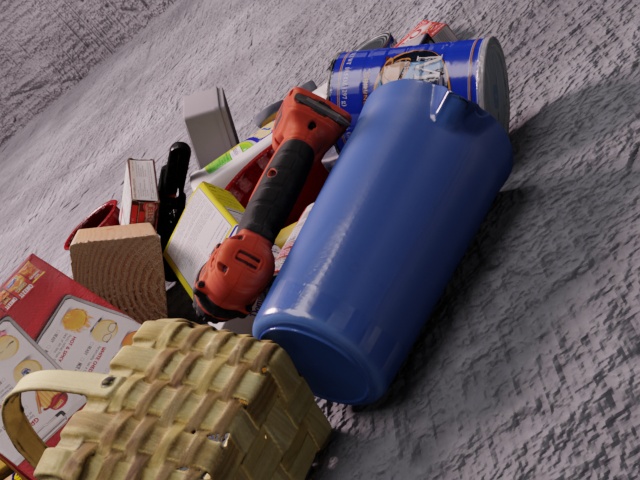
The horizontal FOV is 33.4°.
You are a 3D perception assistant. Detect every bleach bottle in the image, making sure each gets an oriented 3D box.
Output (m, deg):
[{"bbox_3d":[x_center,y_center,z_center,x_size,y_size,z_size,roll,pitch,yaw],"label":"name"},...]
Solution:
[{"bbox_3d":[-0.039,-0.122,1.279,0.251,0.068,0.102,-38,16,2],"label":"bleach bottle"}]

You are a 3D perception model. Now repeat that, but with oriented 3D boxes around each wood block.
[{"bbox_3d":[-0.217,0.034,1.152,0.090,0.090,0.206,-6,6,-10],"label":"wood block"}]

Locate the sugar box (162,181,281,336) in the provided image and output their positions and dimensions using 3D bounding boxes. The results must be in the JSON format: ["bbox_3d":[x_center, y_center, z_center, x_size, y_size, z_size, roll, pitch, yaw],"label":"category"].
[{"bbox_3d":[-0.093,0.019,1.041,0.093,0.048,0.176,-62,36,13],"label":"sugar box"}]

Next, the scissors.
[{"bbox_3d":[-0.075,-0.145,1.361,0.096,0.016,0.202,-32,-2,-42],"label":"scissors"}]

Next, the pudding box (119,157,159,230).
[{"bbox_3d":[-0.222,-0.037,1.310,0.113,0.039,0.090,-113,31,-55],"label":"pudding box"}]

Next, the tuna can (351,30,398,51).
[{"bbox_3d":[0.062,-0.221,1.331,0.086,0.033,0.086,-35,22,17],"label":"tuna can"}]

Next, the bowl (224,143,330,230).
[{"bbox_3d":[-0.041,-0.054,1.160,0.162,0.055,0.162,-35,23,17],"label":"bowl"}]

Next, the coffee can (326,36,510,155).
[{"bbox_3d":[0.088,-0.122,0.943,0.140,0.103,0.102,-2,38,22],"label":"coffee can"}]

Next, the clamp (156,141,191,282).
[{"bbox_3d":[-0.185,-0.055,1.323,0.210,0.036,0.164,-126,42,-71],"label":"clamp"}]

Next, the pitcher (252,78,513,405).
[{"bbox_3d":[0.045,0.007,0.830,0.145,0.149,0.242,1,48,39],"label":"pitcher"}]

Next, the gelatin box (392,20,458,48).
[{"bbox_3d":[0.109,-0.218,1.251,0.089,0.030,0.073,-42,21,-2],"label":"gelatin box"}]

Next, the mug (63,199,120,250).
[{"bbox_3d":[-0.280,0.015,1.397,0.093,0.081,0.117,-21,29,42],"label":"mug"}]

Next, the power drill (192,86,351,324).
[{"bbox_3d":[-0.046,-0.021,0.884,0.187,0.057,0.185,-66,9,-18],"label":"power drill"}]

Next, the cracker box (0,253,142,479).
[{"bbox_3d":[-0.232,0.133,0.961,0.214,0.072,0.164,29,67,24],"label":"cracker box"}]
